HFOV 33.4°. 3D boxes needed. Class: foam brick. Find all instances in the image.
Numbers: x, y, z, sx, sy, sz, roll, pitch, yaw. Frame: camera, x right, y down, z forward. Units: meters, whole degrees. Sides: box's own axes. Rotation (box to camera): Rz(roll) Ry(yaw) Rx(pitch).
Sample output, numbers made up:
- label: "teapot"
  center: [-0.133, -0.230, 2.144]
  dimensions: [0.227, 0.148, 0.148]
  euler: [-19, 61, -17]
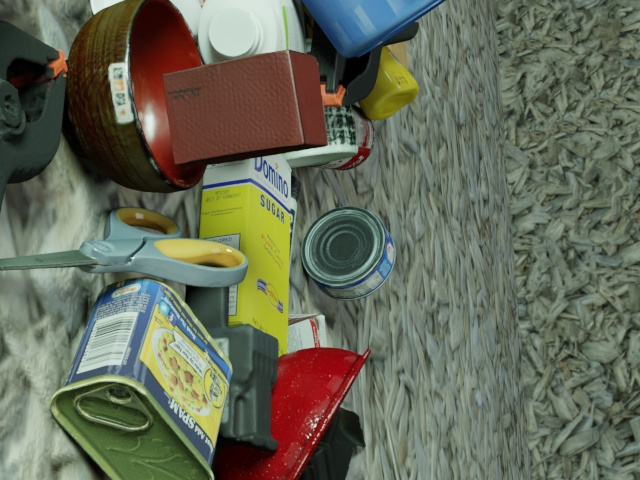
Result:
- label: "foam brick"
  center: [-0.041, -0.073, 0.594]
  dimensions: [0.051, 0.078, 0.053]
  euler: [-13, 96, -71]

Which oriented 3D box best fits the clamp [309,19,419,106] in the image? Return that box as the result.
- label: "clamp"
  center: [0.037, -0.180, 0.909]
  dimensions: [0.164, 0.036, 0.210]
  euler: [59, 40, -47]

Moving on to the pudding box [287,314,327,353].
- label: "pudding box"
  center: [-0.023, 0.109, 0.881]
  dimensions: [0.113, 0.039, 0.090]
  euler: [-6, 90, -72]

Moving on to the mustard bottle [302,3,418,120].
- label: "mustard bottle"
  center: [0.020, -0.209, 1.040]
  dimensions: [0.191, 0.058, 0.096]
  euler: [56, 14, 6]

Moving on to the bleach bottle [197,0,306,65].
- label: "bleach bottle"
  center: [-0.048, -0.143, 0.748]
  dimensions: [0.251, 0.068, 0.102]
  euler: [-72, 157, -84]

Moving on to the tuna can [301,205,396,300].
- label: "tuna can"
  center: [0.026, 0.011, 1.004]
  dimensions: [0.033, 0.086, 0.086]
  euler: [51, 35, -57]

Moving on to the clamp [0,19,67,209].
- label: "clamp"
  center: [-0.156, -0.045, 0.489]
  dimensions: [0.171, 0.039, 0.120]
  euler: [-53, 135, -68]

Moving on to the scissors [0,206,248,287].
- label: "scissors"
  center: [-0.126, 0.001, 0.585]
  dimensions: [0.201, 0.096, 0.016]
  euler: [6, 110, -46]

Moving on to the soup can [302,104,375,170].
- label: "soup can"
  center: [0.008, -0.102, 1.021]
  dimensions: [0.102, 0.069, 0.068]
  euler: [-8, 91, -73]

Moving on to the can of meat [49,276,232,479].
- label: "can of meat"
  center: [-0.095, 0.082, 0.596]
  dimensions: [0.102, 0.058, 0.084]
  euler: [58, 26, -34]

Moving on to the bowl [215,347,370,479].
- label: "bowl"
  center: [-0.027, 0.133, 0.750]
  dimensions: [0.162, 0.055, 0.162]
  euler: [-58, 174, -11]

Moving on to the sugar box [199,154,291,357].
- label: "sugar box"
  center: [-0.055, 0.001, 0.803]
  dimensions: [0.093, 0.048, 0.176]
  euler: [56, 33, -58]
